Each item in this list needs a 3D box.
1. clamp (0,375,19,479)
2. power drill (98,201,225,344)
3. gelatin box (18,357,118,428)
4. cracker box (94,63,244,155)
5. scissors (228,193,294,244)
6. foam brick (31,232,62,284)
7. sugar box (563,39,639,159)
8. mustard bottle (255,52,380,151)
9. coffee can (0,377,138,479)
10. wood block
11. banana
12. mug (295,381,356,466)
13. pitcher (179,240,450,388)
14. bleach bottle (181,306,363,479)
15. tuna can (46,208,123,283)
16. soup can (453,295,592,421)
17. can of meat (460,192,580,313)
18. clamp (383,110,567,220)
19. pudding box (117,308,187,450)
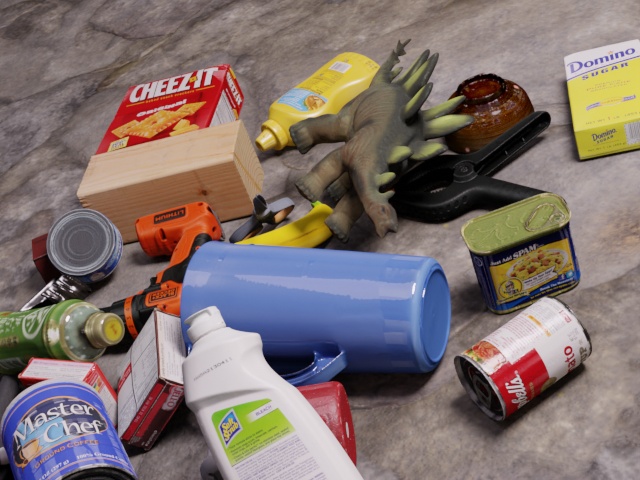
[{"bbox_3d":[-0.361,0.213,1.097,0.120,0.039,0.171,-24,35,-6],"label":"clamp"},{"bbox_3d":[-0.186,0.042,1.220,0.184,0.057,0.187,-13,38,10],"label":"power drill"},{"bbox_3d":[-0.253,0.156,1.085,0.089,0.073,0.030,0,41,27],"label":"gelatin box"},{"bbox_3d":[-0.208,-0.153,1.475,0.164,0.072,0.213,-10,36,15],"label":"cracker box"},{"bbox_3d":[-0.078,-0.021,1.182,0.096,0.016,0.201,-38,-6,11],"label":"scissors"},{"bbox_3d":[-0.312,0.016,1.324,0.078,0.051,0.053,-23,34,-2],"label":"foam brick"},{"bbox_3d":[0.333,-0.166,1.226,0.093,0.048,0.176,-11,37,15],"label":"sugar box"},{"bbox_3d":[-0.010,-0.177,1.413,0.191,0.058,0.096,-38,39,-22],"label":"mustard bottle"},{"bbox_3d":[-0.230,0.207,0.981,0.102,0.103,0.140,-29,36,-11],"label":"coffee can"},{"bbox_3d":[-0.185,-0.070,1.336,0.206,0.091,0.090,-12,37,14],"label":"wood block"},{"bbox_3d":[-0.042,0.000,1.187,0.070,0.037,0.197,-3,18,45],"label":"banana"},{"bbox_3d":[-0.017,0.165,0.920,0.081,0.117,0.093,-10,69,8],"label":"mug"},{"bbox_3d":[-0.007,0.075,1.023,0.243,0.149,0.144,0,-2,24],"label":"pitcher"},{"bbox_3d":[-0.030,0.163,0.832,0.102,0.068,0.251,-29,79,1],"label":"bleach bottle"},{"bbox_3d":[-0.280,0.006,1.268,0.086,0.034,0.086,-1,73,4],"label":"tuna can"},{"bbox_3d":[0.177,0.102,0.934,0.102,0.068,0.069,-32,36,-15],"label":"soup can"},{"bbox_3d":[0.195,0.014,1.027,0.102,0.084,0.057,-20,35,2],"label":"can of meat"},{"bbox_3d":[0.170,-0.062,1.183,0.210,0.036,0.164,-18,39,11],"label":"clamp"},{"bbox_3d":[-0.166,0.136,1.058,0.090,0.039,0.113,-55,29,24],"label":"pudding box"}]
